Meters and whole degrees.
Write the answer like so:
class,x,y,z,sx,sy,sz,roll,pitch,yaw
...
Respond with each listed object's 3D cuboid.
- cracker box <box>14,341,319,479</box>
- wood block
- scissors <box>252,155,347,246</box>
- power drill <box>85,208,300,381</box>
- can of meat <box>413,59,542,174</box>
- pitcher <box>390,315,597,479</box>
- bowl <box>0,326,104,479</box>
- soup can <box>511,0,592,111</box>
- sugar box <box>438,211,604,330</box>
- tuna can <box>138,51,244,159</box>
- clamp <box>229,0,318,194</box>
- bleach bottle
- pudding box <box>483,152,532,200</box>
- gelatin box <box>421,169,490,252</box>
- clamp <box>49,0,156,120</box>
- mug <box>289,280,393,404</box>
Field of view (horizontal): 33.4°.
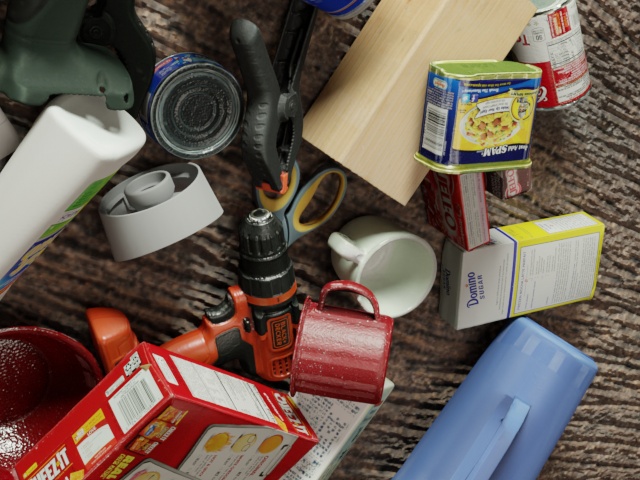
class,x,y,z,sx,sy,sz,roll,pitch,yaw
cracker box,-0.128,0.185,0.930,0.164,0.072,0.213,-44,143,12
wood block,0.082,-0.148,0.940,0.090,0.090,0.206,30,96,-35
scissors,-0.056,0.001,0.982,0.096,0.016,0.202,37,98,-29
power drill,-0.108,0.071,0.947,0.187,0.057,0.184,-17,126,-16
can of meat,0.134,-0.106,0.898,0.101,0.058,0.084,-6,114,-27
pitcher,0.188,0.205,1.135,0.144,0.149,0.243,30,93,-35
bowl,-0.267,0.134,0.906,0.161,0.055,0.162,-12,118,-23
soup can,0.214,-0.183,1.008,0.068,0.069,0.102,-29,123,-14
sugar box,0.210,0.030,1.121,0.176,0.048,0.093,-8,117,-21
tuna can,-0.107,-0.111,0.889,0.086,0.034,0.086,-12,118,-23
clamp,-0.035,-0.126,0.902,0.120,0.039,0.171,-42,143,-43
bleach bottle,-0.243,-0.003,0.827,0.068,0.102,0.251,42,110,-3
pudding box,0.156,-0.105,1.000,0.039,0.090,0.113,-19,120,-21
gelatin box,0.127,-0.044,1.023,0.030,0.073,0.089,-23,122,-18
clamp,-0.187,-0.167,0.817,0.164,0.036,0.210,-10,120,-21
mug,0.022,0.091,0.958,0.081,0.093,0.117,9,110,6
